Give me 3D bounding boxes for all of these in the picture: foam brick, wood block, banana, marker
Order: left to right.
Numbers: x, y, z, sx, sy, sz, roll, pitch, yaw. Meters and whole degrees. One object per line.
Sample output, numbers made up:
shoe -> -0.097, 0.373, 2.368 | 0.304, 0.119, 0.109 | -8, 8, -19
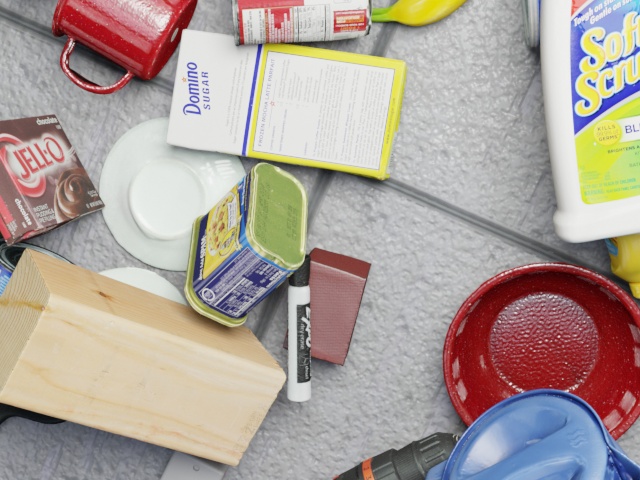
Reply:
wood block -> -0.143, 0.092, 0.822 | 0.205, 0.091, 0.090 | 24, 100, -33
marker -> -0.017, 0.066, 0.832 | 0.020, 0.020, 0.121 | 2, 102, 8
foam brick -> 0.006, 0.052, 0.865 | 0.051, 0.053, 0.078 | 15, 105, 5
banana -> 0.108, -0.237, 0.797 | 0.069, 0.037, 0.198 | 30, 104, 2

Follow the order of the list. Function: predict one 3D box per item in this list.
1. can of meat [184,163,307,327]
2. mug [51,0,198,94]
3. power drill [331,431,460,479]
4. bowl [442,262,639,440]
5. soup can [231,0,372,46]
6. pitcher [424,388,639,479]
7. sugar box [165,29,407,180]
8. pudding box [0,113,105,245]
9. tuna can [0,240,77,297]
can of meat -> -0.055, 0.001, 0.818 | 0.057, 0.102, 0.084 | 28, 130, -26
mug -> -0.153, -0.167, 0.821 | 0.081, 0.093, 0.117 | 31, 87, -4
power drill -> 0.076, 0.269, 0.898 | 0.185, 0.057, 0.187 | -30, 93, 17
bowl -> 0.178, 0.090, 0.845 | 0.162, 0.055, 0.162 | 2, 102, 8
soup can -> -0.016, -0.182, 0.794 | 0.102, 0.068, 0.068 | -4, 101, -4
pitcher -> 0.198, 0.231, 0.804 | 0.145, 0.149, 0.242 | -42, 120, 3
sugar box -> -0.026, -0.106, 0.837 | 0.176, 0.048, 0.093 | 10, 93, 9
pudding box -> -0.228, -0.050, 0.844 | 0.039, 0.113, 0.090 | -27, 93, 16
tuna can -> -0.236, 0.034, 0.880 | 0.086, 0.086, 0.034 | 27, 103, 2
